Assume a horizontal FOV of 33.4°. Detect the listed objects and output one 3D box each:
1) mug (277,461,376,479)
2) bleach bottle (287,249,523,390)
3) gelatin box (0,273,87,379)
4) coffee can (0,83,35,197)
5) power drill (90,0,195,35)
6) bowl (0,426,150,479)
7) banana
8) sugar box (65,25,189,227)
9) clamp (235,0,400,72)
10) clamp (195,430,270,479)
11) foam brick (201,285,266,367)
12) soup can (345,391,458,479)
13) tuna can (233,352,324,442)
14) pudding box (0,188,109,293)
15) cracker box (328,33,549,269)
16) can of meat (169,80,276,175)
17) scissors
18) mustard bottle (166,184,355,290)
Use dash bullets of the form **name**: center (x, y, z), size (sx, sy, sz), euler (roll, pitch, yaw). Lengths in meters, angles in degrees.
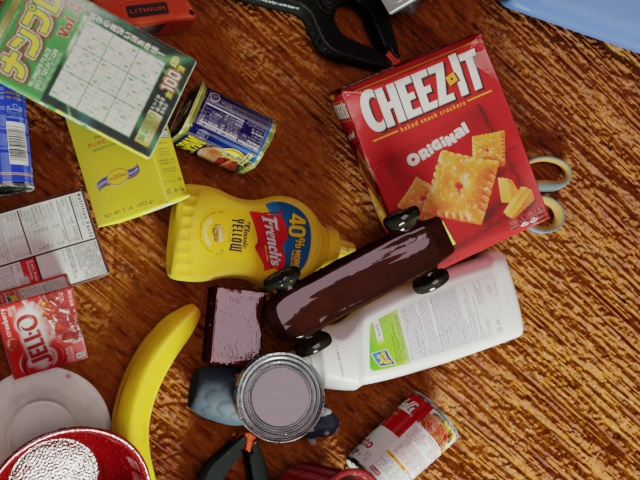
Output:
- **mug**: center (0.010, 0.275, 1.068), size (0.093, 0.082, 0.117), euler (-51, 120, -27)
- **bleach bottle**: center (0.083, 0.090, 1.121), size (0.250, 0.068, 0.102), euler (-15, 90, -15)
- **gelatin box**: center (-0.266, 0.083, 1.011), size (0.073, 0.030, 0.089), euler (-16, 125, -19)
- **coffee can**: center (-0.324, -0.113, 0.990), size (0.102, 0.103, 0.140), euler (-6, 88, -17)
- **power drill**: center (-0.184, -0.301, 1.071), size (0.184, 0.057, 0.187), euler (-14, 89, -21)
- **bowl**: center (-0.243, 0.238, 1.000), size (0.161, 0.055, 0.162), euler (-9, 111, -26)
- **banana**: center (-0.169, 0.155, 1.056), size (0.069, 0.037, 0.198), euler (14, 83, -33)
- **sugar box**: center (-0.197, -0.110, 1.034), size (0.048, 0.093, 0.176), euler (-24, 96, -62)
- **clamp**: center (-0.003, -0.252, 1.130), size (0.164, 0.036, 0.210), euler (-42, 100, -16)
- **clamp**: center (-0.086, 0.281, 1.070), size (0.120, 0.039, 0.171), euler (28, 79, -23)
- **foam brick**: center (-0.088, 0.087, 1.074), size (0.051, 0.053, 0.078), euler (6, 83, -16)
- **soup can**: center (0.085, 0.216, 1.109), size (0.102, 0.069, 0.068), euler (-41, 98, -14)
- **tuna can**: center (-0.041, 0.150, 1.030), size (0.086, 0.034, 0.086), euler (1, 85, -12)
- **pudding box**: center (-0.271, 0.007, 1.032), size (0.113, 0.039, 0.090), euler (-17, 91, -19)
- **cracker box**: center (0.126, -0.088, 1.122), size (0.164, 0.072, 0.213), euler (-24, 99, -9)
- **can of meat**: center (-0.099, -0.108, 1.059), size (0.084, 0.102, 0.057), euler (25, 79, -16)
- **scissors**: center (0.192, -0.042, 1.186), size (0.201, 0.016, 0.096), euler (-14, 92, -15)
- **mustard bottle**: center (-0.057, 0.001, 1.086), size (0.191, 0.058, 0.096), euler (7, 81, -17)
